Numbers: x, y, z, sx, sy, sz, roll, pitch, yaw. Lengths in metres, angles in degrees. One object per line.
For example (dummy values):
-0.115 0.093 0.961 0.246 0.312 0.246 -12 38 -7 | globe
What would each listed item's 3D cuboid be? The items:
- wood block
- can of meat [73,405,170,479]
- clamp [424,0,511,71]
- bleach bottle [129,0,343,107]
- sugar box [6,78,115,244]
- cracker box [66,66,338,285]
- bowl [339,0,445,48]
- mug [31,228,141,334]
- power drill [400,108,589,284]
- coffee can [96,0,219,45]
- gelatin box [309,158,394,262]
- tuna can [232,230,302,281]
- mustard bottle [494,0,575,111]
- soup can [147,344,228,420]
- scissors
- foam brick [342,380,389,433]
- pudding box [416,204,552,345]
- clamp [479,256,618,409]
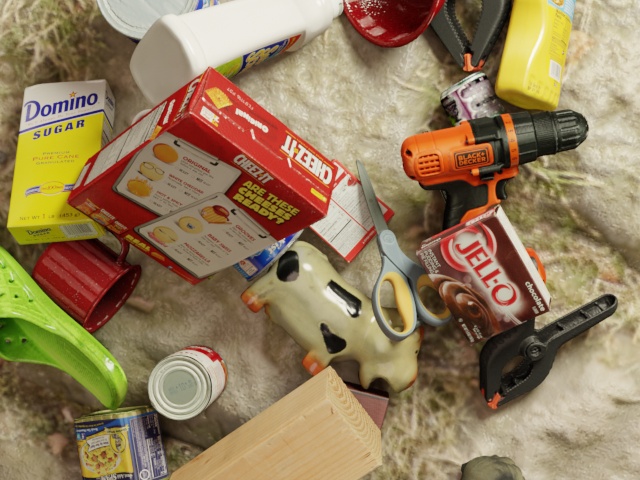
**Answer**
-0.048 0.228 1.063 0.206 0.090 0.091 -35 99 10 | wood block
-0.211 0.222 1.129 0.102 0.057 0.084 -12 86 35 | can of meat
0.158 -0.283 1.103 0.165 0.036 0.210 -9 93 33 | clamp
-0.065 -0.208 1.058 0.250 0.103 0.068 -30 87 -39 | bleach bottle
-0.269 -0.085 1.116 0.093 0.048 0.176 -5 64 4 | sugar box
-0.114 -0.054 1.020 0.164 0.214 0.072 36 49 -26 | cracker box
0.084 -0.282 1.095 0.055 0.162 0.162 -17 88 -37 | bowl
-0.244 0.030 1.126 0.081 0.093 0.117 37 114 8 | mug
0.182 -0.037 1.075 0.184 0.057 0.187 -9 117 5 | power drill
-0.163 -0.244 1.096 0.103 0.140 0.103 0 90 4 | coffee can
0.023 -0.032 1.138 0.089 0.030 0.073 42 94 3 | gelatin box
-0.057 0.001 1.114 0.086 0.086 0.033 -44 99 3 | tuna can
0.228 -0.234 1.090 0.058 0.096 0.191 12 90 33 | mustard bottle
-0.137 0.147 1.114 0.068 0.102 0.068 0 90 4 | soup can
0.086 0.009 1.095 0.096 0.016 0.202 7 62 -18 | scissors
0.030 0.179 1.127 0.078 0.053 0.051 13 91 5 | foam brick
0.160 0.034 1.040 0.090 0.039 0.113 -28 101 26 | pudding box
0.211 0.096 1.096 0.120 0.039 0.171 34 105 -18 | clamp
